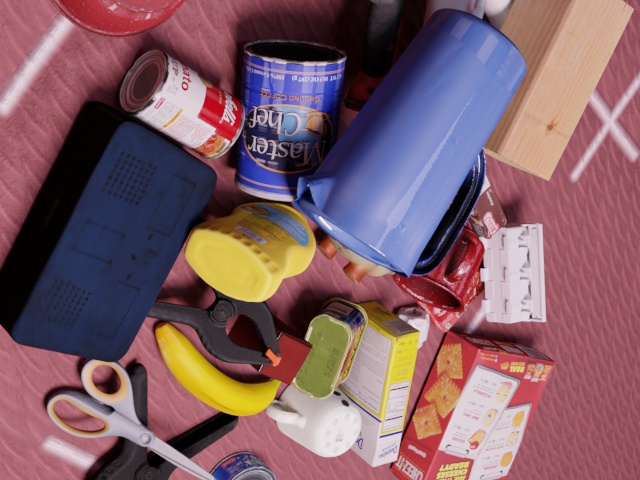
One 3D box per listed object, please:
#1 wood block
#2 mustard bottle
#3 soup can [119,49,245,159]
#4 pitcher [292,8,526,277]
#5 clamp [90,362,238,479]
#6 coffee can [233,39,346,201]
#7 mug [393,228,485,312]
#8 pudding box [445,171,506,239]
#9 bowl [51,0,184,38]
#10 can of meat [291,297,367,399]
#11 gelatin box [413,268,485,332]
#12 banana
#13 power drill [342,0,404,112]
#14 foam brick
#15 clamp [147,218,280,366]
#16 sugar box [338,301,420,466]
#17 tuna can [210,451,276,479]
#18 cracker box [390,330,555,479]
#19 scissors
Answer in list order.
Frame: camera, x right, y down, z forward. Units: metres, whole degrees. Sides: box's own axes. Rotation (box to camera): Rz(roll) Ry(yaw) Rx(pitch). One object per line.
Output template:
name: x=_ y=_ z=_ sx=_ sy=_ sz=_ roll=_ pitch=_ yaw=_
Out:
wood block: x=0.242 y=-0.184 z=1.169 sx=0.090 sy=0.090 sz=0.206 roll=21 pitch=97 yaw=-37
mustard bottle: x=-0.057 y=0.002 z=1.094 sx=0.058 sy=0.096 sz=0.191 roll=-65 pitch=168 yaw=22
soup can: x=-0.131 y=-0.129 z=1.013 sx=0.102 sy=0.069 sz=0.068 roll=29 pitch=92 yaw=-42
pitcher: x=0.097 y=-0.090 z=1.026 sx=0.243 sy=0.145 sz=0.149 roll=-56 pitch=169 yaw=-4
clamp: x=-0.198 y=0.240 z=1.159 sx=0.210 sy=0.036 sz=0.164 roll=-53 pitch=130 yaw=-9
coffee can: x=-0.031 y=-0.122 z=1.069 sx=0.102 sy=0.103 sz=0.140 roll=-10 pitch=116 yaw=-34
mug: x=0.149 y=0.027 z=1.267 sx=0.093 sy=0.117 sz=0.081 roll=31 pitch=73 yaw=-11
pudding box: x=0.162 y=-0.062 z=1.252 sx=0.039 sy=0.090 sz=0.113 roll=-41 pitch=129 yaw=-17
bowl: x=-0.164 y=-0.252 z=0.938 sx=0.161 sy=0.055 sz=0.162 roll=-17 pitch=121 yaw=-30
can of meat: x=0.010 y=0.124 z=1.221 sx=0.084 sy=0.057 sz=0.102 roll=-32 pitch=142 yaw=-75
gelatin box: x=0.164 y=0.061 z=1.353 sx=0.089 sy=0.030 sz=0.073 roll=-47 pitch=131 yaw=-10
banana: x=-0.113 y=0.152 z=1.178 sx=0.197 sy=0.037 sz=0.069 roll=31 pitch=47 yaw=-44
power drill: x=0.072 y=-0.236 z=1.091 sx=0.184 sy=0.057 sz=0.188 roll=-60 pitch=159 yaw=-53
foam brick: x=-0.058 y=0.114 z=1.179 sx=0.052 sy=0.078 sz=0.051 roll=28 pitch=93 yaw=-40
clamp: x=-0.103 y=0.062 z=1.107 sx=0.171 sy=0.039 sz=0.120 roll=34 pitch=89 yaw=-13
sugar box: x=0.065 y=0.173 z=1.289 sx=0.048 sy=0.093 sz=0.176 roll=-9 pitch=117 yaw=-34
tuna can: x=-0.095 y=0.297 z=1.267 sx=0.086 sy=0.034 sz=0.086 roll=-16 pitch=120 yaw=-31
cracker box: x=0.205 y=0.236 z=1.441 sx=0.163 sy=0.072 sz=0.214 roll=12 pitch=104 yaw=-40
scissors: x=-0.183 y=0.185 z=1.113 sx=0.201 sy=0.016 sz=0.096 roll=22 pitch=94 yaw=-20
